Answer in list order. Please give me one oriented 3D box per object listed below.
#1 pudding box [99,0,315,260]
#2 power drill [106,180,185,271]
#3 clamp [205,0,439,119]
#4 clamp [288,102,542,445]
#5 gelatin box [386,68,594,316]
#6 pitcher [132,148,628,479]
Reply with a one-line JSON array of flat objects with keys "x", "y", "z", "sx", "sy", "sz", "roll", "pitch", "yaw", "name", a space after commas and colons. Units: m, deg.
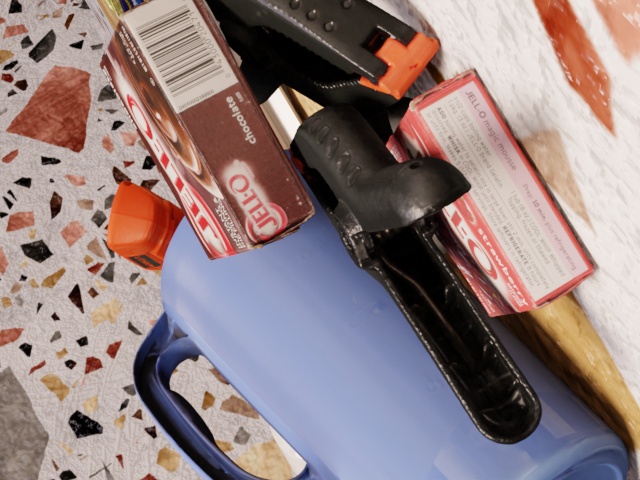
[{"x": -0.054, "y": -0.048, "z": 0.480, "sx": 0.113, "sy": 0.039, "sz": 0.090, "roll": 63, "pitch": 162, "yaw": -4, "name": "pudding box"}, {"x": -0.055, "y": 0.001, "z": 0.779, "sx": 0.184, "sy": 0.188, "sz": 0.057, "roll": 55, "pitch": -134, "yaw": -75, "name": "power drill"}, {"x": -0.022, "y": -0.094, "z": 0.487, "sx": 0.210, "sy": 0.036, "sz": 0.164, "roll": 30, "pitch": 169, "yaw": 41, "name": "clamp"}, {"x": 0.025, "y": -0.012, "z": 0.407, "sx": 0.172, "sy": 0.039, "sz": 0.120, "roll": 51, "pitch": 162, "yaw": 46, "name": "clamp"}, {"x": 0.062, "y": -0.015, "z": 0.417, "sx": 0.089, "sy": 0.030, "sz": 0.073, "roll": 58, "pitch": 173, "yaw": 4, "name": "gelatin box"}, {"x": 0.023, "y": 0.072, "z": 0.537, "sx": 0.144, "sy": 0.149, "sz": 0.243, "roll": 3, "pitch": -150, "yaw": -43, "name": "pitcher"}]
